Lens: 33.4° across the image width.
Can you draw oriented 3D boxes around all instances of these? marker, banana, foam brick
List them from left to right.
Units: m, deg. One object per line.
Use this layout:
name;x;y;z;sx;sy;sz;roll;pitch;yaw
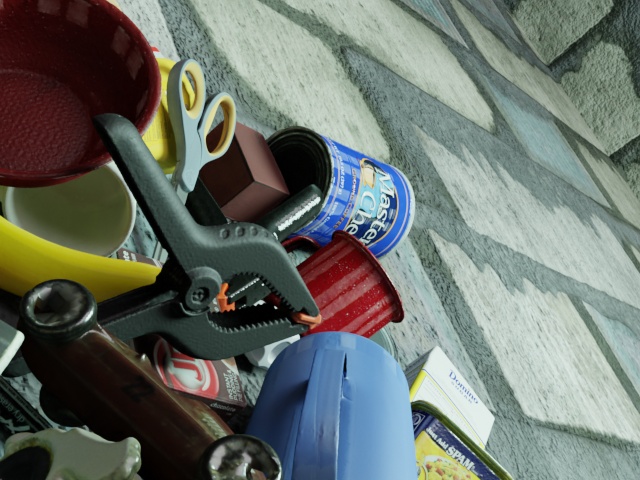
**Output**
marker;-0.167;0.097;0.591;0.121;0.020;0.020;47;23;-8
banana;-0.179;0.000;0.655;0.197;0.037;0.069;35;69;-14
foam brick;-0.073;-0.061;0.964;0.052;0.051;0.078;22;36;-50

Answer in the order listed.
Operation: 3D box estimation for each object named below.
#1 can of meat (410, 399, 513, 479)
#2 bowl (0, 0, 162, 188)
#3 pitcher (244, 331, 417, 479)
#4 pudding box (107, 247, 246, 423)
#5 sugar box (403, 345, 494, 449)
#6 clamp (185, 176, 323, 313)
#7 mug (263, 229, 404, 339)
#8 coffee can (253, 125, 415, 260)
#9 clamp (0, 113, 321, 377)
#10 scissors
can of meat;0.083;0.187;0.813;0.102;0.058;0.083;43;65;-5
bowl;-0.180;-0.087;0.646;0.162;0.055;0.162;9;54;-13
pitcher;0.003;0.149;0.672;0.145;0.149;0.242;44;20;-14
pudding box;-0.105;0.067;0.725;0.089;0.039;0.113;25;33;-44
sugar box;0.099;0.167;0.939;0.093;0.048;0.176;52;20;0
clamp;-0.056;0.001;0.854;0.171;0.120;0.039;-93;178;-50
mug;0.000;0.044;0.869;0.117;0.081;0.093;47;-18;25
coffee can;0.011;-0.041;1.021;0.140;0.103;0.103;18;39;-51
clamp;-0.081;0.016;0.644;0.209;0.165;0.036;10;22;-37
scissors;-0.113;-0.067;0.839;0.096;0.016;0.201;64;32;-32
